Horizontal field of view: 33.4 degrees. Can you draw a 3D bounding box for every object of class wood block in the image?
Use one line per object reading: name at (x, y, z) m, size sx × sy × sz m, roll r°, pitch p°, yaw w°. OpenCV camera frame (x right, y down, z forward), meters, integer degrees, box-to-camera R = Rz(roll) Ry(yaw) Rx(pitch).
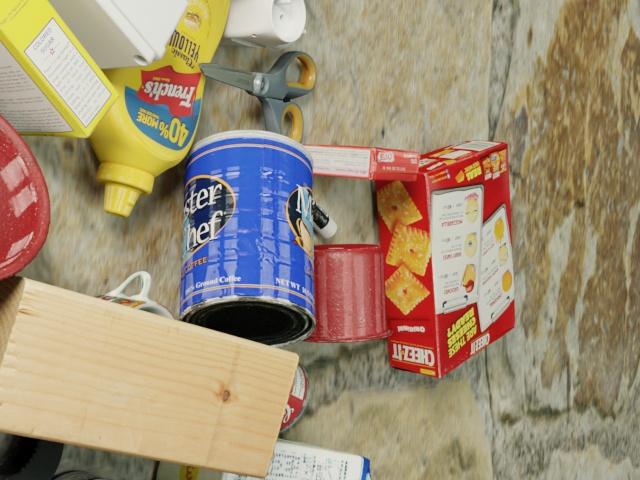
wood block at (-0.128, 0.089, 0.699) m, size 0.205 × 0.090 × 0.091 m, roll 21°, pitch 82°, yaw -37°

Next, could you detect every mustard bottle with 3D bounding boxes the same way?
mustard bottle at (-0.126, -0.111, 0.781) m, size 0.096 × 0.058 × 0.191 m, roll 26°, pitch 75°, yaw -56°

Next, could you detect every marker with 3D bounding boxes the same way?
marker at (-0.021, -0.041, 0.956) m, size 0.121 × 0.020 × 0.020 m, roll 48°, pitch 59°, yaw -44°

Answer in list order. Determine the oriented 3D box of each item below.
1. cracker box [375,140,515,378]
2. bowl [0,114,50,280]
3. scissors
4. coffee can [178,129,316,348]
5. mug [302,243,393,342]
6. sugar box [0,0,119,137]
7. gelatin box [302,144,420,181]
cracker box at (0.134, 0.014, 1.122) m, size 0.163 × 0.072 × 0.214 m, roll -23°, pitch 114°, yaw -48°
bowl at (-0.240, -0.028, 0.613) m, size 0.162 × 0.055 × 0.162 m, roll 30°, pitch 36°, yaw -25°
scissors at (-0.050, -0.110, 0.877) m, size 0.201 × 0.016 × 0.096 m, roll -34°, pitch 130°, yaw -61°
coffee can at (-0.055, 0.001, 0.816) m, size 0.102 × 0.103 × 0.140 m, roll 33°, pitch 48°, yaw -49°
mug at (0.019, 0.045, 0.976) m, size 0.117 × 0.093 × 0.081 m, roll -24°, pitch 112°, yaw -82°
sugar box at (-0.208, -0.138, 0.644) m, size 0.048 × 0.093 × 0.176 m, roll -58°, pitch 136°, yaw -30°
gelatin box at (0.033, -0.071, 0.965) m, size 0.073 × 0.089 × 0.030 m, roll -2°, pitch 96°, yaw -52°
